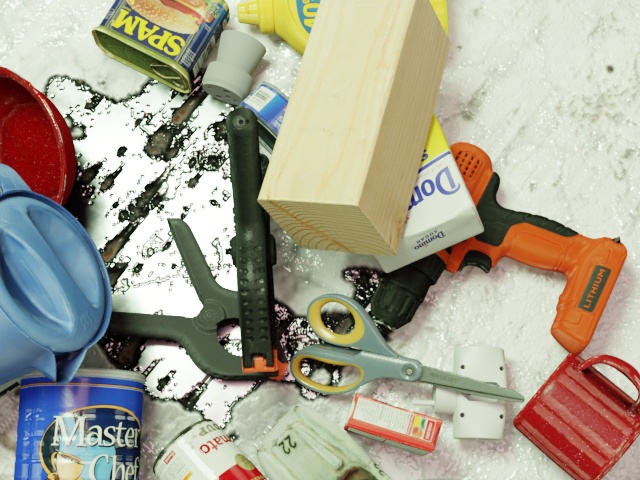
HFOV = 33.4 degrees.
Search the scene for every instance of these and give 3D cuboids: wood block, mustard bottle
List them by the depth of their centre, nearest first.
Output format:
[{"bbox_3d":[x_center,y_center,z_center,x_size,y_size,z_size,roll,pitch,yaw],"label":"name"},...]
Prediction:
[{"bbox_3d":[0.032,-0.101,0.872,0.090,0.090,0.206,5,66,27],"label":"wood block"},{"bbox_3d":[0.019,-0.216,0.988,0.191,0.058,0.096,-4,81,0],"label":"mustard bottle"}]

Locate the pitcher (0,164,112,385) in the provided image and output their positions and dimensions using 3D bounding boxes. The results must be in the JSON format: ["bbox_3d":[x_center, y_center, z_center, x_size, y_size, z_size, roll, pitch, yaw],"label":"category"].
[{"bbox_3d":[-0.298,0.057,0.848,0.243,0.145,0.149,-26,33,26],"label":"pitcher"}]

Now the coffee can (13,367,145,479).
[{"bbox_3d":[-0.198,0.179,0.872,0.103,0.103,0.140,1,77,0],"label":"coffee can"}]

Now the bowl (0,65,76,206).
[{"bbox_3d":[-0.268,-0.074,0.936,0.162,0.055,0.162,6,103,28],"label":"bowl"}]

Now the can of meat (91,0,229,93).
[{"bbox_3d":[-0.145,-0.198,0.986,0.102,0.057,0.084,27,76,7],"label":"can of meat"}]

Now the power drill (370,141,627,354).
[{"bbox_3d":[0.155,0.026,0.929,0.188,0.057,0.184,27,78,7],"label":"power drill"}]

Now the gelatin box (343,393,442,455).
[{"bbox_3d":[0.058,0.152,0.883,0.073,0.089,0.030,17,78,4],"label":"gelatin box"}]

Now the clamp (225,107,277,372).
[{"bbox_3d":[-0.056,0.001,0.878,0.036,0.164,0.210,-3,74,2],"label":"clamp"}]

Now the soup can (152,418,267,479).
[{"bbox_3d":[-0.081,0.205,0.874,0.068,0.068,0.102,-42,67,-9],"label":"soup can"}]

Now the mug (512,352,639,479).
[{"bbox_3d":[0.219,0.140,0.877,0.081,0.117,0.093,40,41,14],"label":"mug"}]

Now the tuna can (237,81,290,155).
[{"bbox_3d":[-0.034,-0.098,0.946,0.033,0.086,0.086,-44,80,-8],"label":"tuna can"}]

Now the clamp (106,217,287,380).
[{"bbox_3d":[-0.097,0.059,0.934,0.171,0.039,0.120,27,77,-1],"label":"clamp"}]

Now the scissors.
[{"bbox_3d":[0.067,0.090,0.895,0.202,0.016,0.096,-4,94,21],"label":"scissors"}]

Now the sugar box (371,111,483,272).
[{"bbox_3d":[0.067,-0.068,0.921,0.093,0.048,0.176,-24,53,9],"label":"sugar box"}]
